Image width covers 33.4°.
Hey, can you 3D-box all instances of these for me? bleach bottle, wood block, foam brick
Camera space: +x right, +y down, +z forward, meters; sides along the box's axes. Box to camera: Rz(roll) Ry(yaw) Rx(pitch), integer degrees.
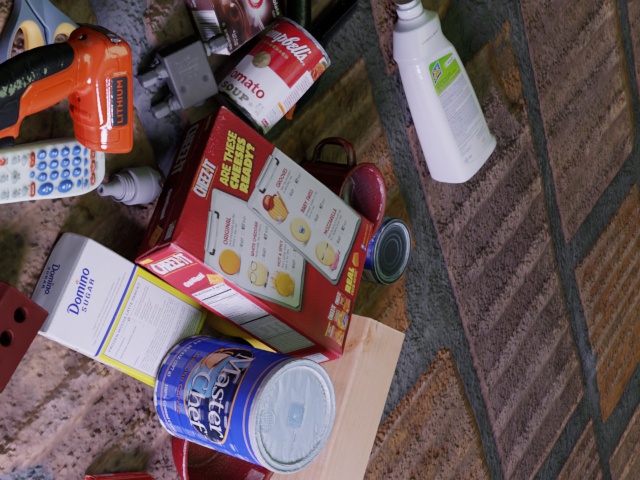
[{"bbox_3d":[0.148,-0.197,1.338,0.102,0.068,0.250,-50,133,-33],"label":"bleach bottle"},{"bbox_3d":[0.013,0.189,1.237,0.090,0.090,0.206,28,76,-52],"label":"wood block"},{"bbox_3d":[-0.269,0.074,0.864,0.053,0.051,0.078,49,60,-47],"label":"foam brick"}]

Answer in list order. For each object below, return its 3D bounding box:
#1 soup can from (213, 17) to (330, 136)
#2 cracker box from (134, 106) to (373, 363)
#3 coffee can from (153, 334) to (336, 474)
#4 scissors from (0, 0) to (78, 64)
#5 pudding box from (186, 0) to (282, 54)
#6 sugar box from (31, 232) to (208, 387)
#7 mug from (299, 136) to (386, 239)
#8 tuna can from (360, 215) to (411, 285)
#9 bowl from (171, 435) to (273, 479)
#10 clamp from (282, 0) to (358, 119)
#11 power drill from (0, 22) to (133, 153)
[{"bbox_3d":[-0.049,-0.161,1.058,0.102,0.069,0.068,-48,137,-8],"label":"soup can"},{"bbox_3d":[-0.057,0.001,1.029,0.213,0.072,0.164,36,52,-28],"label":"cracker box"},{"bbox_3d":[-0.071,0.148,0.983,0.102,0.141,0.103,-8,101,-45],"label":"coffee can"},{"bbox_3d":[-0.227,-0.210,0.876,0.096,0.016,0.202,-7,105,-54],"label":"scissors"},{"bbox_3d":[-0.090,-0.249,1.028,0.089,0.039,0.113,-44,131,-38],"label":"pudding box"},{"bbox_3d":[-0.185,0.069,0.981,0.176,0.048,0.093,37,70,-47],"label":"sugar box"},{"bbox_3d":[0.014,-0.056,1.179,0.093,0.082,0.117,-21,116,-49],"label":"mug"},{"bbox_3d":[0.077,0.012,1.320,0.085,0.034,0.086,-18,113,-50],"label":"tuna can"},{"bbox_3d":[-0.103,0.200,1.113,0.161,0.055,0.162,-18,113,-50],"label":"bowl"},{"bbox_3d":[-0.011,-0.211,1.143,0.120,0.039,0.171,11,97,-49],"label":"clamp"},{"bbox_3d":[-0.227,-0.080,0.806,0.187,0.057,0.184,-28,134,-45],"label":"power drill"}]
